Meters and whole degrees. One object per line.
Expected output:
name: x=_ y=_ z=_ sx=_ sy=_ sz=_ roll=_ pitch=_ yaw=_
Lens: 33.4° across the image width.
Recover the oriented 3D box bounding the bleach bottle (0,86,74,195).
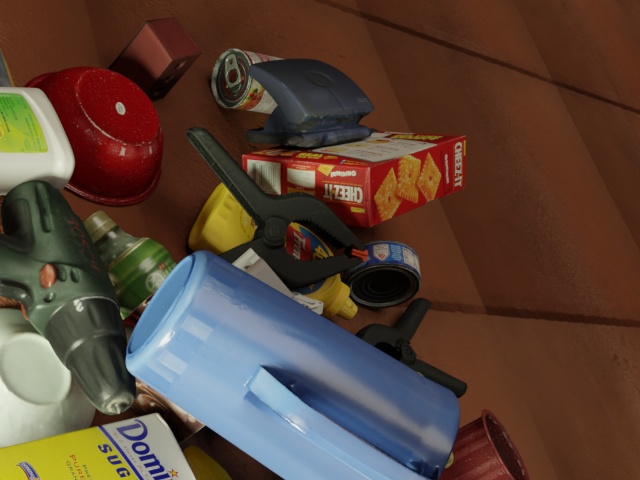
bleach bottle: x=-0.333 y=-0.079 z=0.873 sx=0.250 sy=0.068 sz=0.102 roll=-7 pitch=63 yaw=-47

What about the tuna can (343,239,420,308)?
tuna can: x=0.067 y=0.038 z=1.171 sx=0.086 sy=0.086 sz=0.034 roll=24 pitch=45 yaw=-31

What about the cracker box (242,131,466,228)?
cracker box: x=0.042 y=-0.073 z=1.183 sx=0.213 sy=0.164 sz=0.072 roll=-21 pitch=114 yaw=-53

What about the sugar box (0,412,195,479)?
sugar box: x=-0.176 y=0.190 z=0.799 sx=0.175 sy=0.048 sz=0.093 roll=-8 pitch=57 yaw=-46

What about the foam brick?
foam brick: x=-0.174 y=-0.190 z=1.127 sx=0.051 sy=0.078 sz=0.052 roll=53 pitch=36 yaw=7

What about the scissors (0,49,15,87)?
scissors: x=-0.325 y=-0.218 z=1.003 sx=0.016 sy=0.096 sz=0.202 roll=-23 pitch=72 yaw=-7

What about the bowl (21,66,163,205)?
bowl: x=-0.210 y=-0.115 z=1.041 sx=0.162 sy=0.055 sz=0.162 roll=28 pitch=41 yaw=-28

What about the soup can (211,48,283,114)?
soup can: x=-0.067 y=-0.182 z=1.243 sx=0.102 sy=0.069 sz=0.068 roll=2 pitch=57 yaw=-47

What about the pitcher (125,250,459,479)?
pitcher: x=-0.020 y=0.115 z=0.811 sx=0.242 sy=0.149 sz=0.145 roll=34 pitch=46 yaw=-15

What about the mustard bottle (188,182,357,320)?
mustard bottle: x=-0.039 y=0.022 z=1.096 sx=0.191 sy=0.058 sz=0.096 roll=38 pitch=47 yaw=-17

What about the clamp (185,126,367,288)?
clamp: x=-0.057 y=0.001 z=1.031 sx=0.209 sy=0.036 sz=0.164 roll=22 pitch=79 yaw=-18

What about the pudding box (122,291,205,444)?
pudding box: x=-0.129 y=0.108 z=0.895 sx=0.113 sy=0.090 sz=0.039 roll=49 pitch=35 yaw=-2

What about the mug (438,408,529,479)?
mug: x=0.159 y=0.232 z=1.086 sx=0.117 sy=0.082 sz=0.093 roll=29 pitch=33 yaw=-61

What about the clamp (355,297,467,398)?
clamp: x=0.084 y=0.116 z=1.159 sx=0.171 sy=0.039 sz=0.120 roll=7 pitch=52 yaw=-43
